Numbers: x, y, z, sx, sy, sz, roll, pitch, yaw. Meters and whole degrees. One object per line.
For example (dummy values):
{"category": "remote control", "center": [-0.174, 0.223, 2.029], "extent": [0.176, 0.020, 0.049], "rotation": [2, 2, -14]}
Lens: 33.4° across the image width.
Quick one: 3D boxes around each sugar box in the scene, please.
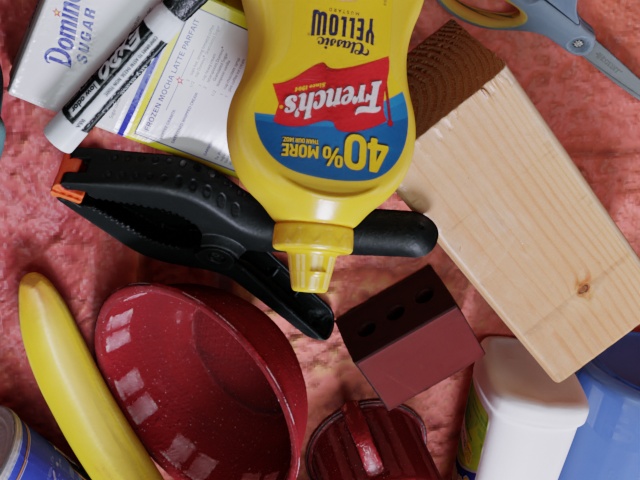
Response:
{"category": "sugar box", "center": [-0.072, -0.095, 0.590], "extent": [0.176, 0.048, 0.093], "rotation": [22, 111, -20]}

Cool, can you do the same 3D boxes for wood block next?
{"category": "wood block", "center": [0.114, -0.020, 0.655], "extent": [0.091, 0.090, 0.206], "rotation": [-38, 121, 7]}

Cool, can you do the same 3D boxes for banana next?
{"category": "banana", "center": [-0.138, 0.110, 0.667], "extent": [0.037, 0.070, 0.198], "rotation": [-36, 98, -41]}

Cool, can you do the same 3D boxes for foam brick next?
{"category": "foam brick", "center": [0.060, 0.064, 0.709], "extent": [0.078, 0.053, 0.051], "rotation": [-31, 122, 3]}

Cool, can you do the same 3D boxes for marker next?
{"category": "marker", "center": [-0.097, -0.094, 0.547], "extent": [0.121, 0.020, 0.020], "rotation": [-45, 120, 12]}

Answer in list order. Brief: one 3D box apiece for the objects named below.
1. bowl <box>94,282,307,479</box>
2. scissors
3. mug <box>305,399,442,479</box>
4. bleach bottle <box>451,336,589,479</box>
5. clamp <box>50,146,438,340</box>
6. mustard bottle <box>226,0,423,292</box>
{"category": "bowl", "center": [-0.063, 0.085, 0.657], "extent": [0.055, 0.162, 0.162], "rotation": [-37, 133, -43]}
{"category": "scissors", "center": [0.158, -0.133, 0.625], "extent": [0.201, 0.016, 0.096], "rotation": [18, 144, -22]}
{"category": "mug", "center": [0.040, 0.163, 0.742], "extent": [0.093, 0.081, 0.117], "rotation": [-19, 122, -4]}
{"category": "bleach bottle", "center": [0.120, 0.200, 0.764], "extent": [0.068, 0.102, 0.251], "rotation": [9, 111, -5]}
{"category": "clamp", "center": [-0.054, 0.001, 0.632], "extent": [0.210, 0.036, 0.165], "rotation": [17, 150, -7]}
{"category": "mustard bottle", "center": [0.001, -0.069, 0.544], "extent": [0.096, 0.058, 0.191], "rotation": [6, 86, -17]}
